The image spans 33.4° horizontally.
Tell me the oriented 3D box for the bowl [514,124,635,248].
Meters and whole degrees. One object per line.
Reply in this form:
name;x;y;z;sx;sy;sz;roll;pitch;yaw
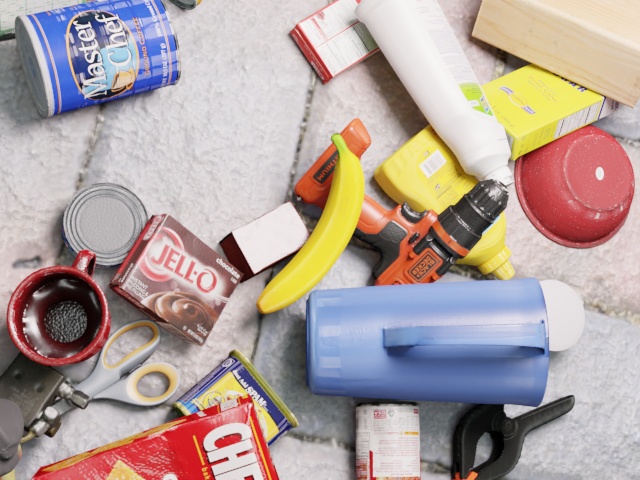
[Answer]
bowl;0.314;-0.074;1.263;0.162;0.055;0.162;4;78;-18

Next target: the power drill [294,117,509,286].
power drill;0.081;-0.041;1.136;0.187;0.057;0.185;43;107;0

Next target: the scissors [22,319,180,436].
scissors;-0.221;0.163;1.053;0.096;0.016;0.201;44;69;0

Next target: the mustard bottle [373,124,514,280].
mustard bottle;0.152;-0.032;1.198;0.096;0.058;0.191;-41;93;-27

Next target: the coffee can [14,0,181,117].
coffee can;-0.225;-0.191;1.081;0.140;0.103;0.103;-18;85;-21

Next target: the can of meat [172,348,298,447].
can of meat;-0.087;0.176;1.076;0.083;0.057;0.102;-40;92;-19

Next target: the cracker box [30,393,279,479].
cracker box;-0.140;0.258;0.998;0.213;0.072;0.164;-19;91;-5

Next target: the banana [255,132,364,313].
banana;-0.001;-0.009;1.092;0.069;0.037;0.198;22;93;-23

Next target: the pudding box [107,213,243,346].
pudding box;-0.145;0.040;1.075;0.113;0.039;0.090;41;67;-31

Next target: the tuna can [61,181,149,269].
tuna can;-0.219;-0.014;1.083;0.086;0.034;0.086;4;78;-18

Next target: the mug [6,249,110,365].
mug;-0.242;0.065;1.024;0.093;0.081;0.117;16;79;-1

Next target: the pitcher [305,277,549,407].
pitcher;0.107;0.102;1.084;0.243;0.149;0.145;0;38;-1

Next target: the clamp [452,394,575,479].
clamp;0.208;0.205;1.178;0.120;0.039;0.171;30;74;-3

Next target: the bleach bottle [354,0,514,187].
bleach bottle;0.137;-0.165;1.175;0.102;0.068;0.251;-17;77;-53

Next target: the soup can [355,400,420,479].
soup can;0.071;0.221;1.113;0.068;0.069;0.102;3;77;-18

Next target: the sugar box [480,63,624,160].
sugar box;0.265;-0.165;1.251;0.176;0.048;0.093;-27;57;-20

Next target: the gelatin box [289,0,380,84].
gelatin box;0.021;-0.230;1.211;0.089;0.030;0.073;-35;93;-22

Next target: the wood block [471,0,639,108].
wood block;0.293;-0.250;1.228;0.206;0.090;0.090;27;58;12

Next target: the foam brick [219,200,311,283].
foam brick;-0.057;0.001;1.124;0.078;0.051;0.053;-28;88;-22
